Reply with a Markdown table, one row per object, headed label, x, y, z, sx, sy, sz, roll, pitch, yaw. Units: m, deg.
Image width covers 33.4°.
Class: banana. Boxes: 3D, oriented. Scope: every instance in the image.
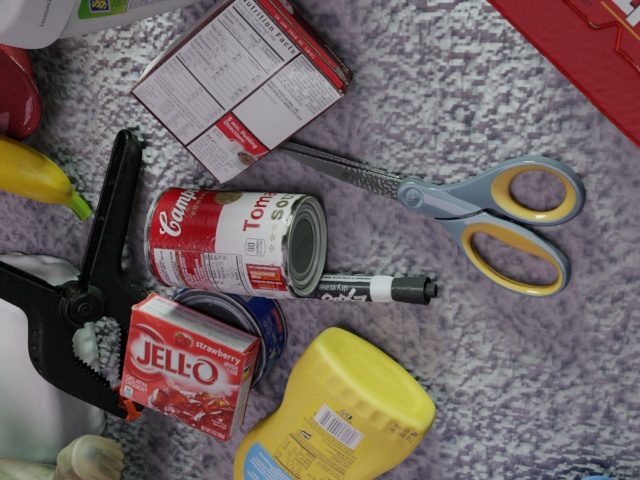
| label | x | y | z | sx | sy | sz | roll | pitch | yaw |
| --- | --- | --- | --- | --- | --- | --- | --- | --- | --- |
| banana | -0.261 | -0.053 | 0.751 | 0.198 | 0.037 | 0.070 | 12 | 132 | 3 |

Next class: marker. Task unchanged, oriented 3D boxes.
| label | x | y | z | sx | sy | sz | roll | pitch | yaw |
| --- | --- | --- | --- | --- | --- | --- | --- | --- | --- |
| marker | 0.019 | 0.031 | 0.706 | 0.121 | 0.020 | 0.020 | 1 | 110 | 24 |

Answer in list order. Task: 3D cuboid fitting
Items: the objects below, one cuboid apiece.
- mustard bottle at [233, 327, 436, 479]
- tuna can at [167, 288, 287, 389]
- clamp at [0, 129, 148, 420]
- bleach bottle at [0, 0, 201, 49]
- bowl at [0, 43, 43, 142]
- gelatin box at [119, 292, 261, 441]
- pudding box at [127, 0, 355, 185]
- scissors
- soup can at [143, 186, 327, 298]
| label | x | y | z | sx | sy | sz | roll | pitch | yaw |
| --- | --- | --- | --- | --- | --- | --- | --- | --- | --- |
| mustard bottle | -0.007 | 0.156 | 0.744 | 0.096 | 0.058 | 0.192 | 37 | 120 | 6 |
| tuna can | -0.069 | 0.066 | 0.750 | 0.086 | 0.033 | 0.086 | 9 | 113 | 21 |
| clamp | -0.181 | 0.042 | 0.748 | 0.036 | 0.164 | 0.210 | 37 | 143 | 59 |
| bleach bottle | -0.113 | -0.161 | 0.553 | 0.068 | 0.250 | 0.103 | 19 | 116 | 16 |
| bowl | -0.259 | -0.130 | 0.721 | 0.162 | 0.055 | 0.162 | 9 | 151 | 5 |
| gelatin box | -0.091 | 0.086 | 0.729 | 0.089 | 0.030 | 0.073 | 21 | 117 | 15 |
| pudding box | -0.050 | -0.099 | 0.663 | 0.114 | 0.039 | 0.090 | -34 | 109 | 29 |
| scissors | 0.074 | -0.040 | 0.655 | 0.202 | 0.016 | 0.096 | 35 | 118 | 8 |
| soup can | -0.055 | 0.001 | 0.698 | 0.102 | 0.068 | 0.068 | 4 | 112 | 22 |
